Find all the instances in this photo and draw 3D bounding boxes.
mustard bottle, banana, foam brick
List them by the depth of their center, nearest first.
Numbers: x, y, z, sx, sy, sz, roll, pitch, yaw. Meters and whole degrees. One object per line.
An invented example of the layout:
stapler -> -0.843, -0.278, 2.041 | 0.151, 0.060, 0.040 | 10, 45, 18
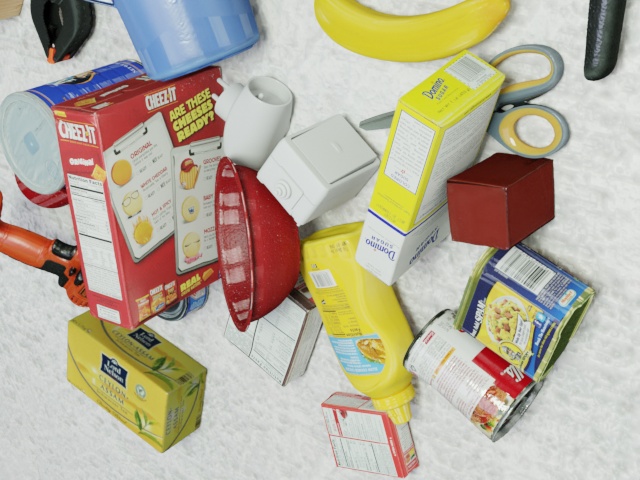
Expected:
foam brick -> 0.140, -0.031, 0.823 | 0.053, 0.078, 0.051 | 12, 117, 38
banana -> 0.062, -0.173, 0.845 | 0.198, 0.037, 0.069 | 19, 136, 35
mustard bottle -> 0.042, 0.080, 0.980 | 0.096, 0.058, 0.191 | -10, 104, 54

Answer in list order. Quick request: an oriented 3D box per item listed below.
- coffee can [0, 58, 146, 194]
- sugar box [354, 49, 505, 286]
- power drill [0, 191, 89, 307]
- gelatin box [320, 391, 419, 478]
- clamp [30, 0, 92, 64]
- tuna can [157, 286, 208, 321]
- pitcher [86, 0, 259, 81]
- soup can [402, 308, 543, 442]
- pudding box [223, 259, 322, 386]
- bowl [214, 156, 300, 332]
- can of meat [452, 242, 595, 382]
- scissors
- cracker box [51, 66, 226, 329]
coffee can -> -0.235, -0.117, 1.072 | 0.103, 0.140, 0.103 | 20, 123, 34
sugar box -> 0.082, -0.053, 0.834 | 0.048, 0.093, 0.176 | 37, 140, 18
power drill -> -0.304, 0.002, 1.186 | 0.187, 0.057, 0.185 | 29, 148, -14
gelatin box -> 0.048, 0.191, 1.053 | 0.089, 0.030, 0.073 | 0, 112, 42
clamp -> -0.258, -0.263, 1.094 | 0.120, 0.039, 0.171 | 21, 123, 36
tuna can -> -0.164, 0.045, 1.166 | 0.086, 0.033, 0.086 | 20, 123, 34
pitcher -> -0.153, -0.264, 0.929 | 0.149, 0.144, 0.243 | -7, 109, 47
soup can -> 0.129, 0.114, 0.913 | 0.102, 0.068, 0.069 | 38, 132, 22
pudding box -> -0.045, 0.078, 1.074 | 0.090, 0.039, 0.114 | 37, 133, 22
bowl -> -0.056, 0.001, 0.981 | 0.162, 0.055, 0.162 | 174, 90, -74
can of meat -> 0.162, 0.054, 0.852 | 0.084, 0.057, 0.102 | 35, 145, 21
scissors -> 0.118, -0.091, 0.857 | 0.202, 0.016, 0.096 | -26, 92, 46
cracker box -> -0.161, -0.047, 1.025 | 0.072, 0.163, 0.214 | 12, 119, 35
